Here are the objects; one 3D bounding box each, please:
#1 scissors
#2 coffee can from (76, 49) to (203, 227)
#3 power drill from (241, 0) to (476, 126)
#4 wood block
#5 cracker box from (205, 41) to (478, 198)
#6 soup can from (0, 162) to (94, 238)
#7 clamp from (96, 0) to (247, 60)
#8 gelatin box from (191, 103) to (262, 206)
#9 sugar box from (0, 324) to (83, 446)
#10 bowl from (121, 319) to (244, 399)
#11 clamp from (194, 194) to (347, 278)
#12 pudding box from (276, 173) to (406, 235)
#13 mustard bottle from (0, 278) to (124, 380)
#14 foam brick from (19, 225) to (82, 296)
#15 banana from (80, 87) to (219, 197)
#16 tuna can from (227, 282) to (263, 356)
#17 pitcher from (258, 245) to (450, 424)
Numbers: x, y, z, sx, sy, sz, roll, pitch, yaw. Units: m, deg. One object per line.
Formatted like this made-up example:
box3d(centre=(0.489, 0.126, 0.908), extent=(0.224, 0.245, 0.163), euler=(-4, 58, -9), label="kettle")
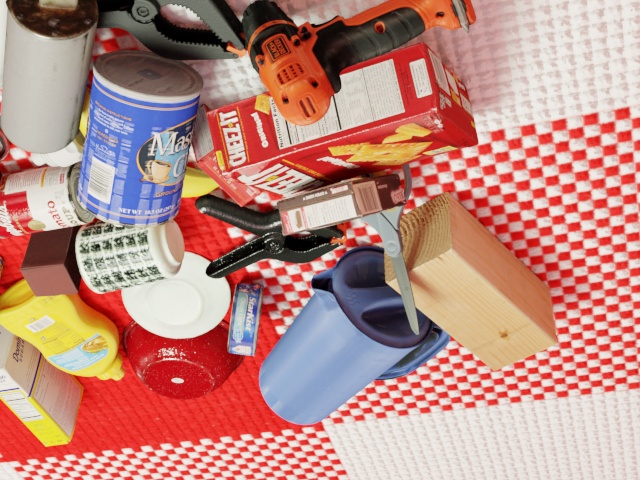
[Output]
box3d(centre=(0.059, -0.002, 1.128), extent=(0.096, 0.016, 0.202), euler=(4, 101, 26), label="scissors")
box3d(centre=(-0.175, -0.098, 1.025), extent=(0.102, 0.103, 0.140), euler=(11, 120, -8), label="coffee can")
box3d(centre=(0.026, -0.190, 0.918), extent=(0.187, 0.184, 0.057), euler=(-29, 131, 5), label="power drill")
box3d(centre=(0.170, 0.050, 1.206), extent=(0.091, 0.090, 0.205), euler=(-29, 129, 29), label="wood block")
box3d(centre=(0.026, -0.104, 1.003), extent=(0.214, 0.072, 0.164), euler=(-15, 169, 18), label="cracker box")
box3d(centre=(-0.300, -0.043, 1.148), extent=(0.102, 0.068, 0.068), euler=(-9, 137, 12), label="soup can")
box3d(centre=(-0.159, -0.225, 0.960), extent=(0.210, 0.036, 0.165), euler=(18, 137, -10), label="clamp")
box3d(centre=(-0.097, -0.086, 1.071), extent=(0.030, 0.089, 0.073), euler=(-36, 128, 11), label="gelatin box")
box3d(centre=(-0.373, 0.182, 1.382), extent=(0.048, 0.093, 0.176), euler=(-13, 135, 16), label="sugar box")
box3d(centre=(-0.179, 0.157, 1.371), extent=(0.162, 0.055, 0.162), euler=(2, 138, 2), label="bowl")
box3d(centre=(-0.058, 0.001, 1.203), extent=(0.171, 0.039, 0.120), euler=(6, 139, -3), label="clamp")
box3d(centre=(0.022, -0.037, 1.065), extent=(0.090, 0.039, 0.113), euler=(-15, 178, 29), label="pudding box")
box3d(centre=(-0.309, 0.119, 1.333), extent=(0.096, 0.058, 0.191), euler=(-26, 131, 15), label="mustard bottle")
box3d(centre=(-0.299, 0.018, 1.208), extent=(0.053, 0.078, 0.051), euler=(-5, 136, 8), label="foam brick")
box3d(centre=(-0.186, -0.093, 1.113), extent=(0.197, 0.037, 0.070), euler=(28, 112, -27), label="banana")
box3d(centre=(-0.089, 0.094, 1.273), extent=(0.033, 0.086, 0.086), euler=(7, 138, -2), label="tuna can")
box3d(centre=(0.031, 0.127, 1.275), extent=(0.149, 0.144, 0.243), euler=(51, 137, 11), label="pitcher")
